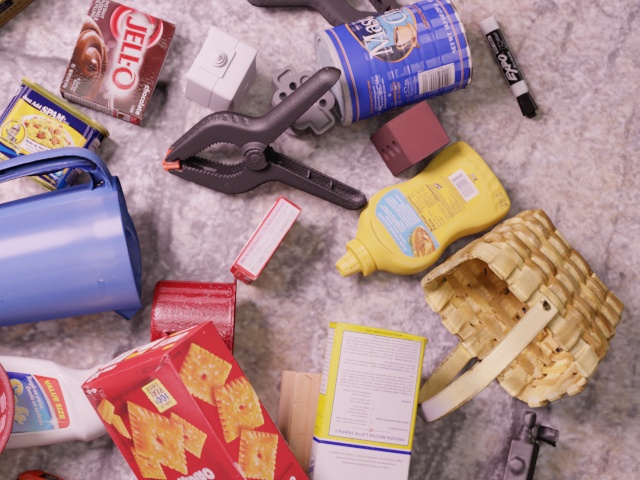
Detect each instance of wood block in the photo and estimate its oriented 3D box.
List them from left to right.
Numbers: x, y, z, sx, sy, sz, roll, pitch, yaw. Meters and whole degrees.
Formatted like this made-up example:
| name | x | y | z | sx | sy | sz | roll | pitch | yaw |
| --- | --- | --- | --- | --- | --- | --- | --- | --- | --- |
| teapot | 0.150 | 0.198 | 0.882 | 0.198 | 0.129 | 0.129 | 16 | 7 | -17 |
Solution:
| name | x | y | z | sx | sy | sz | roll | pitch | yaw |
| --- | --- | --- | --- | --- | --- | --- | --- | --- | --- |
| wood block | 0.001 | 0.238 | 1.076 | 0.090 | 0.090 | 0.206 | 6 | 83 | -9 |

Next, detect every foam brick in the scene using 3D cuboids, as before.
| name | x | y | z | sx | sy | sz | roll | pitch | yaw |
| --- | --- | --- | --- | --- | --- | --- | --- | --- | --- |
| foam brick | 0.095 | -0.107 | 1.132 | 0.051 | 0.078 | 0.053 | -31 | 90 | -12 |

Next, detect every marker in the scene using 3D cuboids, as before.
| name | x | y | z | sx | sy | sz | roll | pitch | yaw |
| --- | --- | --- | --- | --- | --- | --- | --- | --- | --- |
| marker | 0.211 | -0.192 | 1.188 | 0.020 | 0.020 | 0.121 | -25 | 89 | -11 |

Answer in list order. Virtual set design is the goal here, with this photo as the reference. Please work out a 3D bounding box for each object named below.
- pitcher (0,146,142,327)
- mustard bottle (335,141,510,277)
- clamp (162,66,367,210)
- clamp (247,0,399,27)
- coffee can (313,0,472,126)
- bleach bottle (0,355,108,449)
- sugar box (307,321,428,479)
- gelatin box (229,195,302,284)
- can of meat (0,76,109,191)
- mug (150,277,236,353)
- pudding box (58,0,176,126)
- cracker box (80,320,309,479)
| name | x | y | z | sx | sy | sz | roll | pitch | yaw |
| --- | --- | --- | --- | --- | --- | --- | --- | --- | --- |
| pitcher | -0.299 | 0.012 | 1.033 | 0.242 | 0.145 | 0.149 | -11 | 73 | -7 |
| mustard bottle | 0.099 | -0.019 | 1.132 | 0.191 | 0.058 | 0.096 | -33 | 78 | -10 |
| clamp | -0.060 | -0.101 | 1.089 | 0.210 | 0.036 | 0.164 | 1 | 126 | 8 |
| clamp | 0.005 | -0.268 | 1.155 | 0.171 | 0.039 | 0.120 | 34 | 81 | -4 |
| coffee can | 0.075 | -0.189 | 1.121 | 0.140 | 0.103 | 0.103 | -18 | 87 | -7 |
| bleach bottle | -0.301 | 0.153 | 1.054 | 0.250 | 0.068 | 0.102 | -3 | 80 | -12 |
| sugar box | 0.043 | 0.171 | 1.021 | 0.093 | 0.048 | 0.176 | 10 | 86 | -9 |
| gelatin box | -0.057 | 0.001 | 1.099 | 0.030 | 0.073 | 0.089 | 34 | 80 | -4 |
| can of meat | -0.280 | -0.103 | 1.085 | 0.102 | 0.057 | 0.084 | 32 | 83 | -4 |
| mug | -0.126 | 0.086 | 1.063 | 0.081 | 0.117 | 0.093 | 3 | 112 | -4 |
| pudding box | -0.211 | -0.187 | 1.113 | 0.090 | 0.039 | 0.113 | 19 | 82 | -7 |
| cracker box | -0.112 | 0.194 | 0.990 | 0.072 | 0.164 | 0.213 | -36 | 99 | -42 |
